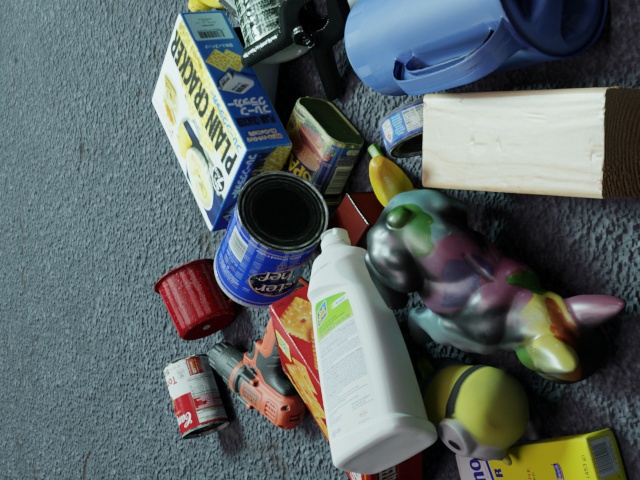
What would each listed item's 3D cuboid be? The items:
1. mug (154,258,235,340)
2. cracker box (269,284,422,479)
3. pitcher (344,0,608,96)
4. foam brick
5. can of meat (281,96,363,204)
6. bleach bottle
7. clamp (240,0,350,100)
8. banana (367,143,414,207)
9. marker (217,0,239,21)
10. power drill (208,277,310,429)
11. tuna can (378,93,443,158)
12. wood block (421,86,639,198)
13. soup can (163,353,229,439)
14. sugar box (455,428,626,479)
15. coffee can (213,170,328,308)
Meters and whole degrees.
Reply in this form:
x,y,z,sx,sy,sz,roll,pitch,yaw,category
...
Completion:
x,y,z,sx,sy,sz,roll,pitch,yaw,category
-0.156,0.076,1.433,0.117,0.093,0.081,-31,71,11,mug
0.028,0.174,1.150,0.214,0.072,0.164,57,167,32,cracker box
0.125,-0.199,0.975,0.243,0.149,0.145,-9,87,56,pitcher
0.045,-0.009,1.175,0.051,0.052,0.078,57,136,31,foam brick
-0.003,-0.104,1.223,0.102,0.057,0.084,52,130,36,can of meat
0.039,0.093,1.044,0.103,0.068,0.251,-37,48,35,bleach bottle
-0.006,-0.221,1.165,0.172,0.120,0.039,-48,26,52,clamp
0.068,-0.059,1.085,0.069,0.037,0.198,50,-175,-6,banana
-0.087,-0.268,1.304,0.121,0.020,0.020,45,133,8,marker
-0.074,0.121,1.348,0.185,0.057,0.188,32,122,42,power drill
0.103,-0.112,1.058,0.086,0.085,0.034,-31,72,50,tuna can
0.193,-0.087,0.939,0.206,0.090,0.090,8,100,52,wood block
-0.173,0.216,1.479,0.069,0.068,0.102,-40,63,48,soup can
0.207,0.234,1.002,0.177,0.048,0.093,-24,76,50,sugar box
-0.058,0.001,1.204,0.103,0.102,0.140,66,155,22,coffee can
